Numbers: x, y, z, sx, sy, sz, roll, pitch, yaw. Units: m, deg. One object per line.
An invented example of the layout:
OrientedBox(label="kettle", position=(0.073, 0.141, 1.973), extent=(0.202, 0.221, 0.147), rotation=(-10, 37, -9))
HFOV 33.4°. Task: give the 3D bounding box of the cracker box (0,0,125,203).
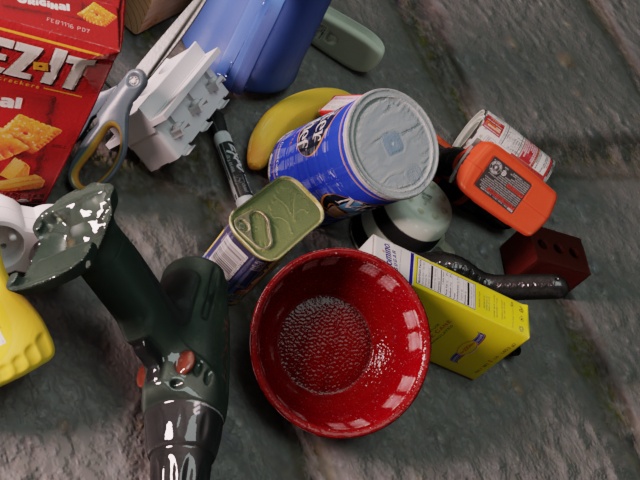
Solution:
OrientedBox(label="cracker box", position=(-0.257, -0.118, 0.799), extent=(0.164, 0.214, 0.072), rotation=(11, 56, -25))

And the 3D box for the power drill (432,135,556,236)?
OrientedBox(label="power drill", position=(0.166, -0.056, 1.105), extent=(0.184, 0.057, 0.188), rotation=(33, -1, -19))

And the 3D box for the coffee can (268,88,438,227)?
OrientedBox(label="coffee can", position=(0.029, -0.075, 1.009), extent=(0.102, 0.141, 0.103), rotation=(7, 76, -32))

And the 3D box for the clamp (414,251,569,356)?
OrientedBox(label="clamp", position=(0.152, 0.048, 1.042), extent=(0.171, 0.120, 0.039), rotation=(24, 40, -13))

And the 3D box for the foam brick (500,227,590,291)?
OrientedBox(label="foam brick", position=(0.246, 0.022, 1.173), extent=(0.078, 0.051, 0.053), rotation=(14, 50, -26))

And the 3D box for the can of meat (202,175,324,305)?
OrientedBox(label="can of meat", position=(-0.056, 0.001, 0.950), extent=(0.057, 0.084, 0.101), rotation=(45, 43, 3))

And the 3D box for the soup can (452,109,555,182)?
OrientedBox(label="soup can", position=(0.208, -0.095, 1.225), extent=(0.102, 0.069, 0.068), rotation=(36, 44, -6))

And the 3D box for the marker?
OrientedBox(label="marker", position=(-0.087, -0.077, 1.036), extent=(0.020, 0.020, 0.121), rotation=(-2, 58, -36))

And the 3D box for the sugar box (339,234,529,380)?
OrientedBox(label="sugar box", position=(0.099, 0.066, 1.004), extent=(0.176, 0.093, 0.048), rotation=(22, 47, -19))

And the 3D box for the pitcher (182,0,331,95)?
OrientedBox(label="pitcher", position=(-0.039, -0.266, 1.055), extent=(0.144, 0.243, 0.149), rotation=(-16, 61, -40))

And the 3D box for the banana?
OrientedBox(label="banana", position=(-0.013, -0.123, 1.112), extent=(0.197, 0.037, 0.070), rotation=(-20, 70, -43))

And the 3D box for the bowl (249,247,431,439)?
OrientedBox(label="bowl", position=(0.012, 0.089, 0.924), extent=(0.162, 0.055, 0.162), rotation=(2, 82, -16))

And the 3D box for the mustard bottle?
OrientedBox(label="mustard bottle", position=(-0.270, 0.017, 0.753), extent=(0.096, 0.058, 0.191), rotation=(-26, 98, -21))

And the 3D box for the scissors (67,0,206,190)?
OrientedBox(label="scissors", position=(-0.181, -0.140, 0.931), extent=(0.096, 0.202, 0.016), rotation=(24, 0, 9))
